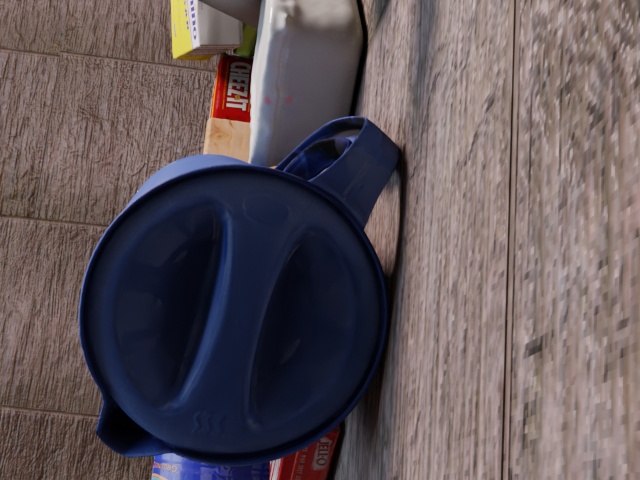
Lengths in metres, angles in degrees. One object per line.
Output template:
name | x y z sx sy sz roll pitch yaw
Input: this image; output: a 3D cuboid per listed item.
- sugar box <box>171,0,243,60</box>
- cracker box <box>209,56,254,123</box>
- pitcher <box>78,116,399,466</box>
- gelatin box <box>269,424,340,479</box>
sugar box | -0.110 -0.221 1.000 0.176 0.048 0.093 -159 66 -77
cracker box | -0.086 -0.052 1.076 0.214 0.072 0.164 105 169 -56
pitcher | -0.045 0.008 0.567 0.243 0.149 0.145 -133 39 -77
gelatin box | -0.009 0.102 0.610 0.089 0.030 0.073 -92 12 -55
